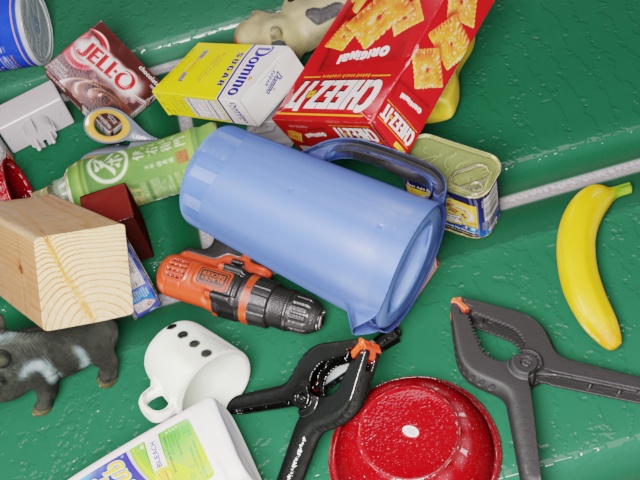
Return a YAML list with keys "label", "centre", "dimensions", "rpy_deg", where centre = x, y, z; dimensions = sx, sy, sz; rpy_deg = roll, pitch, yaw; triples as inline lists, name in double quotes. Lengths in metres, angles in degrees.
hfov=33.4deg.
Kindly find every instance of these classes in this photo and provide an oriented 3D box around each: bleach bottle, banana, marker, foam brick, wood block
- label: "bleach bottle"
  centre: [-0.182, 0.246, 0.973]
  dimensions: [0.251, 0.068, 0.103]
  rpy_deg: [-30, 57, 1]
- label: "banana"
  centre: [0.267, 0.015, 1.050]
  dimensions: [0.070, 0.037, 0.197]
  rpy_deg: [4, 58, 16]
- label: "marker"
  centre: [0.028, 0.121, 1.043]
  dimensions: [0.121, 0.020, 0.020]
  rpy_deg: [-33, 56, -10]
- label: "foam brick"
  centre: [-0.219, -0.014, 1.152]
  dimensions: [0.053, 0.078, 0.051]
  rpy_deg: [-20, 54, -1]
- label: "wood block"
  centre: [-0.271, 0.016, 1.065]
  dimensions: [0.090, 0.091, 0.206]
  rpy_deg: [-11, 16, -30]

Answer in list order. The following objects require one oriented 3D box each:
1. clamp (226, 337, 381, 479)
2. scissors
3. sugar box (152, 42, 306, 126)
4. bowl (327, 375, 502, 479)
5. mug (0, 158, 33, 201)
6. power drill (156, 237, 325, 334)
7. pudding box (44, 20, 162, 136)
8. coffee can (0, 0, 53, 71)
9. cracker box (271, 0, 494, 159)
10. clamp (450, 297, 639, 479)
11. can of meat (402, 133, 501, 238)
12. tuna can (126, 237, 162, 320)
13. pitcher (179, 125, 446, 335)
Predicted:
- label: "clamp"
  centre: [-0.008, 0.160, 0.983]
  dimensions: [0.172, 0.039, 0.120]
  rpy_deg: [-39, 62, 24]
- label: "scissors"
  centre: [-0.187, -0.124, 1.232]
  dimensions: [0.202, 0.016, 0.096]
  rpy_deg: [-17, 90, 2]
- label: "sugar box"
  centre: [-0.107, -0.181, 1.219]
  dimensions: [0.177, 0.048, 0.093]
  rpy_deg: [11, 56, 49]
- label: "bowl"
  centre: [0.082, 0.185, 0.967]
  dimensions: [0.162, 0.055, 0.162]
  rpy_deg: [-6, 56, 8]
- label: "mug"
  centre: [-0.365, -0.025, 1.186]
  dimensions: [0.081, 0.093, 0.117]
  rpy_deg: [-22, 58, 3]
- label: "power drill"
  centre: [-0.057, 0.001, 1.118]
  dimensions: [0.184, 0.057, 0.187]
  rpy_deg: [16, 61, 16]
- label: "pudding box"
  centre: [-0.257, -0.191, 1.272]
  dimensions: [0.113, 0.039, 0.090]
  rpy_deg: [46, 74, -2]
- label: "coffee can"
  centre: [-0.422, -0.261, 1.345]
  dimensions: [0.140, 0.103, 0.103]
  rpy_deg: [-8, 56, 8]
- label: "cracker box"
  centre: [0.064, -0.192, 1.138]
  dimensions: [0.164, 0.072, 0.213]
  rpy_deg: [9, 62, 50]
- label: "clamp"
  centre: [0.186, 0.130, 0.985]
  dimensions: [0.164, 0.036, 0.210]
  rpy_deg: [-36, 55, -25]
- label: "can of meat"
  centre: [0.134, -0.053, 1.096]
  dimensions: [0.102, 0.084, 0.057]
  rpy_deg: [21, 63, 24]
- label: "tuna can"
  centre: [-0.198, 0.037, 1.108]
  dimensions: [0.033, 0.086, 0.086]
  rpy_deg: [-29, 56, -10]
- label: "pitcher"
  centre: [-0.005, -0.027, 1.031]
  dimensions: [0.243, 0.145, 0.149]
  rpy_deg: [26, 23, 18]
